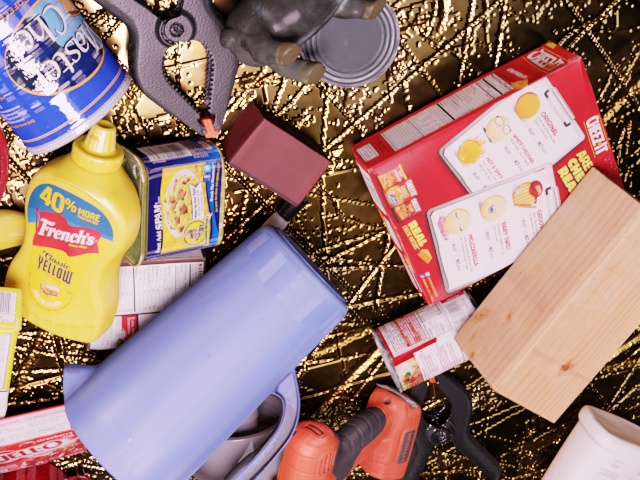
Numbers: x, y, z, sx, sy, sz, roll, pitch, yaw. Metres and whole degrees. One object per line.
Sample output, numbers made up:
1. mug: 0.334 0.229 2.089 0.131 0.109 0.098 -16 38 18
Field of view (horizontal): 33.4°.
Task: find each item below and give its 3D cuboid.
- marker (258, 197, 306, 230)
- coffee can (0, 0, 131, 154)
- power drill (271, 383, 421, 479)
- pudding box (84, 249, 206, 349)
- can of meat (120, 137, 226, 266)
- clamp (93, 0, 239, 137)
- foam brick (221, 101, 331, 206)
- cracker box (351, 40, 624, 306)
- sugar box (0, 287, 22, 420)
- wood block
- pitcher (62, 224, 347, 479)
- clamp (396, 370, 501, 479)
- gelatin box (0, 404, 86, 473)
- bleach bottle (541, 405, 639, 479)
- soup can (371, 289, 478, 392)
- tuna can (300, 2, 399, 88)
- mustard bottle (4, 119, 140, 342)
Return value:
1. marker: -0.056 0.001 0.993 0.020 0.020 0.121 37 102 -26
2. coffee can: -0.230 -0.152 0.828 0.103 0.103 0.140 -34 118 3
3. power drill: 0.019 0.233 1.043 0.187 0.057 0.184 -25 134 -51
4. pudding box: -0.162 0.052 0.980 0.113 0.039 0.090 -4 115 -15
5. can of meat: -0.131 -0.036 0.923 0.083 0.058 0.102 -12 120 -34
6. clamp: -0.114 -0.186 0.879 0.164 0.036 0.210 -26 119 -2
7. foam brick: -0.040 -0.077 0.941 0.078 0.053 0.051 31 104 -26
8. cracker box: 0.156 -0.061 0.988 0.213 0.072 0.164 -28 120 -1
9. sugar box: -0.310 0.098 0.916 0.093 0.048 0.176 7 147 -18
10. wood block: 0.231 0.051 0.973 0.090 0.090 0.206 30 105 -31
11. pitcher: -0.089 0.111 0.934 0.243 0.145 0.149 -43 139 2
12. clamp: 0.134 0.200 1.125 0.120 0.039 0.171 -8 116 -12
13. gelatin box: -0.270 0.187 1.001 0.089 0.030 0.073 -13 154 -8
14. bleach bottle: 0.272 0.309 1.199 0.102 0.068 0.251 23 110 -23
15. soup can: 0.110 0.098 1.053 0.102 0.068 0.068 -25 118 -2
16. tuna can: 0.023 -0.177 0.919 0.086 0.034 0.086 -6 116 -12
17. mustard bottle: -0.199 -0.013 0.879 0.096 0.058 0.192 27 119 10
